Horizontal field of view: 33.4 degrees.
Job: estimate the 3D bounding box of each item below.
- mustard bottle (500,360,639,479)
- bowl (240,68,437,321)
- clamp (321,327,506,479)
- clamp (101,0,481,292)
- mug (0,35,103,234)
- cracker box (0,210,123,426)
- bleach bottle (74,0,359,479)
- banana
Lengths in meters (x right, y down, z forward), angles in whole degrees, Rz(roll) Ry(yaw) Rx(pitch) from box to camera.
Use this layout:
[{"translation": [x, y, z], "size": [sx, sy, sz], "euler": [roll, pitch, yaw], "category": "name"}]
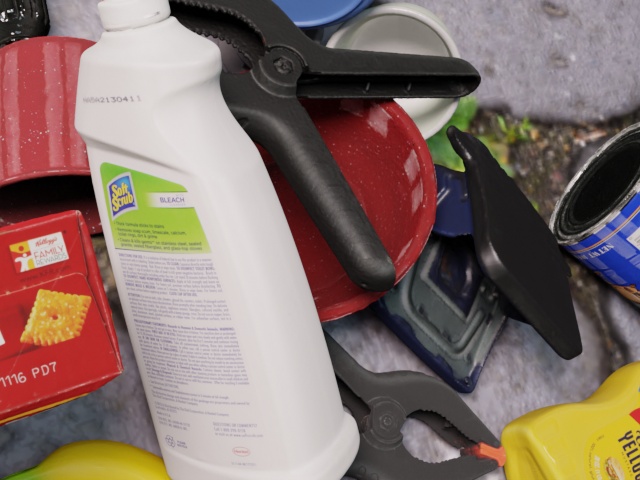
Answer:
[{"translation": [0.211, 0.130, 0.691], "size": [0.191, 0.058, 0.096], "euler": [-19, 85, -29], "category": "mustard bottle"}, {"translation": [-0.016, -0.020, 0.614], "size": [0.162, 0.055, 0.162], "euler": [0, 67, 0], "category": "bowl"}, {"translation": [0.028, 0.099, 0.628], "size": [0.171, 0.039, 0.120], "euler": [10, 74, -21], "category": "clamp"}, {"translation": [-0.023, -0.072, 0.559], "size": [0.210, 0.036, 0.164], "euler": [24, 55, -8], "category": "clamp"}, {"translation": [-0.127, -0.057, 0.567], "size": [0.117, 0.093, 0.081], "euler": [-10, 72, 6], "category": "mug"}, {"translation": [-0.194, 0.053, 0.437], "size": [0.163, 0.214, 0.072], "euler": [-18, 93, -29], "category": "cracker box"}, {"translation": [-0.053, 0.001, 0.506], "size": [0.068, 0.103, 0.251], "euler": [-44, 128, -54], "category": "bleach bottle"}, {"translation": [-0.075, 0.165, 0.562], "size": [0.197, 0.037, 0.069], "euler": [42, 69, -8], "category": "banana"}]
